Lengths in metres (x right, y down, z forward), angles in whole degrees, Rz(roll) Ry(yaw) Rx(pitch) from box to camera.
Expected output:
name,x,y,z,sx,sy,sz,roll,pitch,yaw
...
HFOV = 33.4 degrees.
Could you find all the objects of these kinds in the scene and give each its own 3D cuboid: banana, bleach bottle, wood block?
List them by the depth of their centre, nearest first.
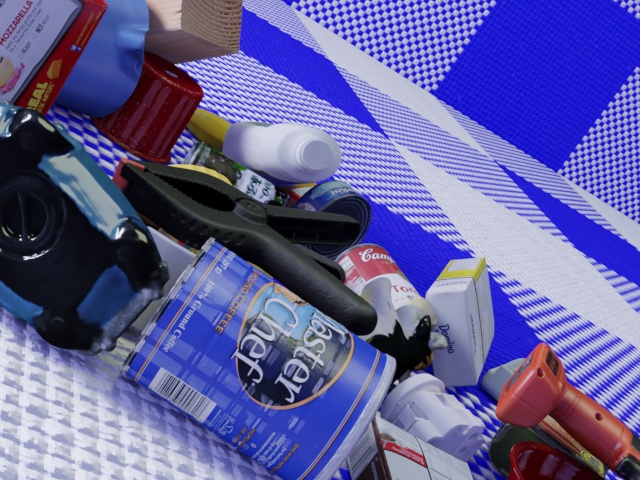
name,x,y,z,sx,sy,sz,roll,pitch,yaw
bleach bottle,-0.030,-0.086,1.074,0.102,0.068,0.251,8,3,-17
wood block,-0.187,-0.234,1.110,0.206,0.091,0.090,-2,-9,37
banana,-0.083,-0.103,1.238,0.198,0.037,0.069,34,16,-3

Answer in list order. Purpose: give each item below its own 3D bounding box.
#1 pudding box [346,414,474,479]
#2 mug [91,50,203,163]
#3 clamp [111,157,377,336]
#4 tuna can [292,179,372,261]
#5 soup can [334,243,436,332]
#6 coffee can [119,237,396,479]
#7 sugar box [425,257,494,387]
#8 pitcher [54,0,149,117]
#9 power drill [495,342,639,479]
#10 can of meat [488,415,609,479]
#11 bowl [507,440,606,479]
name,x,y,z,sx,sy,sz,roll,pitch,yaw
pudding box,0.068,0.176,0.720,0.090,0.039,0.113,30,18,-17
mug,-0.180,-0.143,1.074,0.117,0.081,0.093,37,16,9
clamp,-0.051,-0.004,0.774,0.209,0.036,0.164,20,22,-19
tuna can,0.009,-0.018,1.084,0.086,0.086,0.034,16,23,-49
soup can,0.055,0.058,0.988,0.068,0.068,0.102,24,20,-35
coffee can,-0.038,0.079,0.668,0.140,0.103,0.102,34,16,-2
sugar box,0.140,0.077,1.060,0.048,0.093,0.176,-5,7,18
pitcher,-0.291,-0.202,0.969,0.242,0.149,0.145,13,42,-46
power drill,0.224,0.167,0.822,0.188,0.057,0.184,40,13,6
can of meat,0.199,0.186,0.924,0.102,0.057,0.083,37,19,12
bowl,0.193,0.225,0.798,0.162,0.055,0.162,32,16,-10
